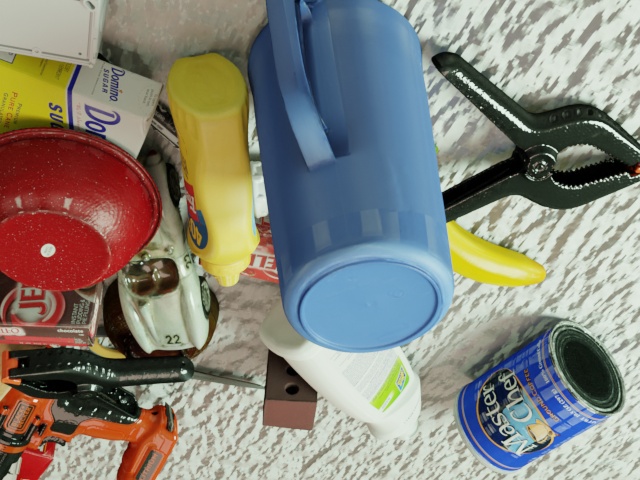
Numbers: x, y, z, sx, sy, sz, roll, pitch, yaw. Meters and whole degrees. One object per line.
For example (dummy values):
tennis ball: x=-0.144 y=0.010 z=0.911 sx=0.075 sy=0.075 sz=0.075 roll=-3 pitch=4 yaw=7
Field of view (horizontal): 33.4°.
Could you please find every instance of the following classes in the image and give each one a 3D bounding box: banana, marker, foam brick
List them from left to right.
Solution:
marker: x=-0.139 y=-0.106 z=0.840 sx=0.020 sy=0.020 sz=0.121 roll=-27 pitch=131 yaw=28
foam brick: x=-0.030 y=0.144 z=1.077 sx=0.053 sy=0.078 sz=0.051 roll=5 pitch=140 yaw=-4
banana: x=0.123 y=-0.004 z=0.935 sx=0.070 sy=0.037 sz=0.197 roll=-25 pitch=132 yaw=28

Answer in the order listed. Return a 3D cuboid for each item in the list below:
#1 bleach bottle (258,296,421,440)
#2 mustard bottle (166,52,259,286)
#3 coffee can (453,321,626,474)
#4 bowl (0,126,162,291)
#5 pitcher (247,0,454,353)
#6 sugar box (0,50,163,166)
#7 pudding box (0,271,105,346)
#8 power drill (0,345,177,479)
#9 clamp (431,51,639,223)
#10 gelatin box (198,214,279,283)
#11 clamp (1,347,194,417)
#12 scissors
bleach bottle: x=0.037 y=0.131 z=1.047 sx=0.068 sy=0.102 sz=0.250 roll=21 pitch=155 yaw=40
mustard bottle: x=-0.080 y=-0.041 z=0.832 sx=0.058 sy=0.096 sz=0.192 roll=-13 pitch=130 yaw=-12
coffee can: x=0.217 y=0.159 z=1.068 sx=0.102 sy=0.103 sz=0.141 roll=26 pitch=133 yaw=-25
bowl: x=-0.205 y=-0.010 z=0.823 sx=0.162 sy=0.055 sz=0.162 roll=-1 pitch=137 yaw=-1
pitcher: x=0.016 y=-0.054 z=0.726 sx=0.149 sy=0.243 sz=0.145 roll=12 pitch=135 yaw=-20
sugar box: x=-0.215 y=-0.109 z=0.800 sx=0.176 sy=0.048 sz=0.093 roll=22 pitch=147 yaw=-11
pudding box: x=-0.236 y=0.037 z=0.934 sx=0.090 sy=0.113 sz=0.039 roll=3 pitch=141 yaw=-2
power drill: x=-0.257 y=0.210 z=1.108 sx=0.187 sy=0.057 sz=0.185 roll=23 pitch=111 yaw=-24
clamp: x=0.163 y=-0.060 z=0.858 sx=0.209 sy=0.036 sz=0.165 roll=8 pitch=126 yaw=-14
gelatin box: x=-0.056 y=0.001 z=0.951 sx=0.089 sy=0.030 sz=0.073 roll=15 pitch=138 yaw=-14
clamp: x=-0.216 y=0.132 z=0.990 sx=0.171 sy=0.039 sz=0.120 roll=11 pitch=141 yaw=-27
scissors: x=-0.158 y=0.124 z=1.104 sx=0.201 sy=0.016 sz=0.096 roll=2 pitch=139 yaw=-1
